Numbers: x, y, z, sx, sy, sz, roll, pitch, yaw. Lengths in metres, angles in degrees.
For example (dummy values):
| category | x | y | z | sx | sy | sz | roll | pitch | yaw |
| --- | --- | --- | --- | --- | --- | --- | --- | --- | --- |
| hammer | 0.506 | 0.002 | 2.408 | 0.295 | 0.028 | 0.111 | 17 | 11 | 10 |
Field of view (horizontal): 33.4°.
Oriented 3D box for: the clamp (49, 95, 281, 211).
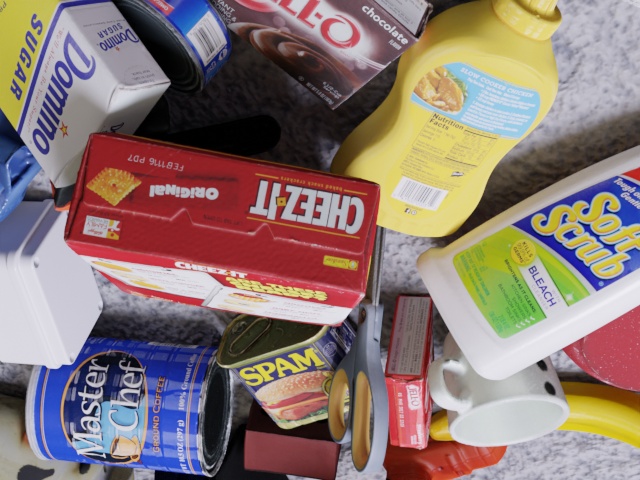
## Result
| category | x | y | z | sx | sy | sz | roll | pitch | yaw |
| --- | --- | --- | --- | --- | --- | --- | --- | --- | --- |
| clamp | -0.113 | -0.056 | 0.718 | 0.120 | 0.039 | 0.172 | 7 | 162 | -44 |

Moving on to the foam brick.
| category | x | y | z | sx | sy | sz | roll | pitch | yaw |
| --- | --- | --- | --- | --- | --- | --- | --- | --- | --- |
| foam brick | -0.021 | 0.159 | 0.881 | 0.078 | 0.053 | 0.051 | 6 | 130 | 6 |

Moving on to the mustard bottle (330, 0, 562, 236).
| category | x | y | z | sx | sy | sz | roll | pitch | yaw |
| --- | --- | --- | --- | --- | --- | --- | --- | --- | --- |
| mustard bottle | 0.087 | -0.086 | 0.650 | 0.096 | 0.058 | 0.192 | 18 | 131 | -19 |

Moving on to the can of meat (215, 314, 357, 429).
| category | x | y | z | sx | sy | sz | roll | pitch | yaw |
| --- | --- | --- | --- | --- | --- | --- | --- | --- | --- |
| can of meat | -0.015 | 0.093 | 0.823 | 0.102 | 0.057 | 0.084 | -20 | 124 | 26 |

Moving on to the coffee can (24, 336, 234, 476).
| category | x | y | z | sx | sy | sz | roll | pitch | yaw |
| --- | --- | --- | --- | --- | --- | --- | --- | --- | --- |
| coffee can | -0.149 | 0.130 | 0.852 | 0.140 | 0.102 | 0.103 | 4 | 129 | 9 |

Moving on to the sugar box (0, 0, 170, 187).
| category | x | y | z | sx | sy | sz | roll | pitch | yaw |
| --- | --- | --- | --- | --- | --- | --- | --- | --- | --- |
| sugar box | -0.171 | -0.128 | 0.628 | 0.176 | 0.048 | 0.093 | 55 | 130 | 12 |

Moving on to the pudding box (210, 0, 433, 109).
| category | x | y | z | sx | sy | sz | roll | pitch | yaw |
| --- | --- | --- | --- | --- | --- | --- | --- | --- | --- |
| pudding box | -0.005 | -0.140 | 0.627 | 0.113 | 0.039 | 0.090 | 35 | 145 | -17 |

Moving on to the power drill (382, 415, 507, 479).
| category | x | y | z | sx | sy | sz | roll | pitch | yaw |
| --- | --- | --- | --- | --- | --- | --- | --- | --- | --- |
| power drill | 0.099 | 0.216 | 0.813 | 0.185 | 0.187 | 0.057 | -15 | 123 | 25 |

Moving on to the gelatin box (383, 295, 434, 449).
| category | x | y | z | sx | sy | sz | roll | pitch | yaw |
| --- | --- | --- | --- | --- | --- | --- | --- | --- | --- |
| gelatin box | 0.068 | 0.096 | 0.785 | 0.030 | 0.089 | 0.073 | 1 | 129 | 10 |

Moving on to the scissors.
| category | x | y | z | sx | sy | sz | roll | pitch | yaw |
| --- | --- | --- | --- | --- | --- | --- | --- | --- | --- |
| scissors | 0.028 | 0.061 | 0.756 | 0.016 | 0.202 | 0.096 | 4 | 169 | -21 |

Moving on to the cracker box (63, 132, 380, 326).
| category | x | y | z | sx | sy | sz | roll | pitch | yaw |
| --- | --- | --- | --- | --- | --- | --- | --- | --- | --- |
| cracker box | -0.054 | 0.001 | 0.668 | 0.164 | 0.072 | 0.214 | 10 | 170 | -1 |

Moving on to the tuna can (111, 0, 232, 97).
| category | x | y | z | sx | sy | sz | roll | pitch | yaw |
| --- | --- | --- | --- | --- | --- | --- | --- | --- | --- |
| tuna can | -0.095 | -0.129 | 0.646 | 0.086 | 0.033 | 0.086 | 33 | 159 | 14 |

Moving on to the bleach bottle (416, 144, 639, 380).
| category | x | y | z | sx | sy | sz | roll | pitch | yaw |
| --- | --- | --- | --- | --- | --- | --- | --- | --- | --- |
| bleach bottle | 0.189 | -0.013 | 0.673 | 0.251 | 0.102 | 0.068 | -35 | 159 | 20 |
